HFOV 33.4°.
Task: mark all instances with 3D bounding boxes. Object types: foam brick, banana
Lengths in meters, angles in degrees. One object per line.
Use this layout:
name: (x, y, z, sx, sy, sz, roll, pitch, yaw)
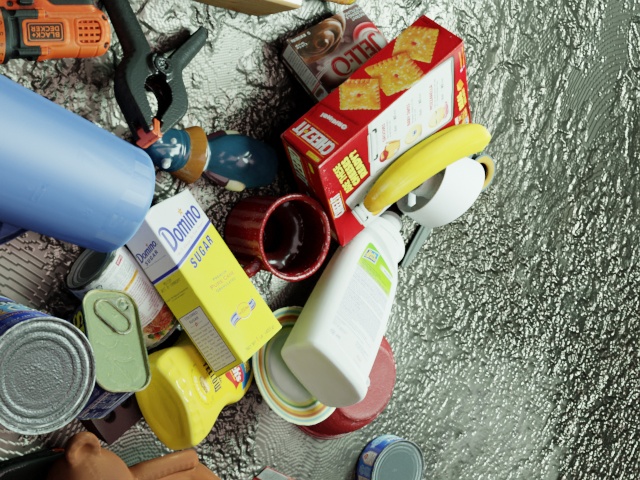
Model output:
foam brick: (-0.206, 0.157, 1.075, 0.078, 0.051, 0.053, -42, 118, -26)
banana: (0.128, -0.088, 1.177, 0.197, 0.037, 0.070, -27, 145, -34)

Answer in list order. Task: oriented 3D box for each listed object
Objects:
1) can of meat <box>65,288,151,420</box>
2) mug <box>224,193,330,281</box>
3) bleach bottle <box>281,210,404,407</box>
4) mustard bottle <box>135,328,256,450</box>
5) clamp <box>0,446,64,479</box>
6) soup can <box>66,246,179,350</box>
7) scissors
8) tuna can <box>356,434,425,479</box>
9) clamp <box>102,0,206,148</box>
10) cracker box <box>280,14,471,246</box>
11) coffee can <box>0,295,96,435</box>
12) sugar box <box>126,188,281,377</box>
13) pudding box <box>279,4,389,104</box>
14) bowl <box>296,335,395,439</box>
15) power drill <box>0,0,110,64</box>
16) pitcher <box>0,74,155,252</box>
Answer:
can of meat: (-0.209, 0.109, 1.001, 0.057, 0.084, 0.102, 4, 60, -38)
mug: (-0.058, 0.001, 1.148, 0.117, 0.082, 0.093, -47, 120, -23)
bleach bottle: (0.044, 0.062, 1.204, 0.102, 0.068, 0.250, 51, 44, -22)
mustard bottle: (-0.115, 0.130, 1.104, 0.096, 0.058, 0.191, 66, 29, -10)
clamp: (-0.322, 0.272, 1.012, 0.209, 0.036, 0.164, -53, 123, -22)
soup can: (-0.194, 0.053, 1.062, 0.102, 0.069, 0.068, 47, 68, -30)
scissors: (0.167, -0.045, 1.350, 0.096, 0.016, 0.202, 25, 81, -36)
tuna can: (0.086, 0.284, 1.318, 0.085, 0.034, 0.086, -5, 98, -36)
clamp: (-0.171, -0.172, 1.038, 0.120, 0.039, 0.171, 25, 48, -26)
cracker box: (0.067, -0.119, 1.171, 0.213, 0.072, 0.164, -41, 150, -14)
coffee can: (-0.278, 0.108, 0.960, 0.102, 0.141, 0.103, -5, 98, -36)
sugar box: (-0.119, 0.040, 1.071, 0.176, 0.048, 0.093, 58, 29, -5)
pudding box: (0.024, -0.201, 1.187, 0.113, 0.039, 0.090, -33, 80, -27)
bowl: (0.035, 0.160, 1.252, 0.161, 0.055, 0.162, -5, 99, -36)
power drill: (-0.286, -0.254, 0.963, 0.184, 0.057, 0.188, -7, 101, -29)
pitcher: (-0.279, -0.066, 0.958, 0.242, 0.149, 0.145, 25, 61, -39)
